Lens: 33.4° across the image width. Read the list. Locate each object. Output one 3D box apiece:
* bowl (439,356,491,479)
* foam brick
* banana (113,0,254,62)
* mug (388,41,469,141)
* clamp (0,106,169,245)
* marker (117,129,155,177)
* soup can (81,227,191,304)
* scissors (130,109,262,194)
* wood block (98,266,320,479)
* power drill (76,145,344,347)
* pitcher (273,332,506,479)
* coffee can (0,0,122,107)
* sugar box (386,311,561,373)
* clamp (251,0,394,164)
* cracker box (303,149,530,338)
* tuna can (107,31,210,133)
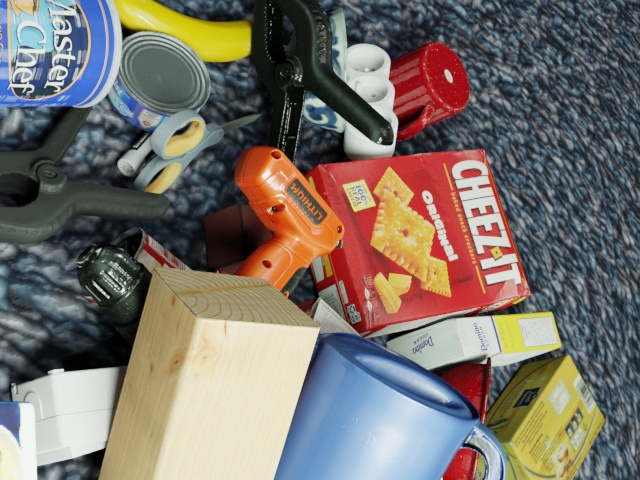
[{"bbox_3d":[0.125,0.187,1.028,0.162,0.055,0.162,11,89,-83],"label":"bowl"},{"bbox_3d":[-0.056,0.001,0.949,0.078,0.053,0.051,8,70,-45],"label":"foam brick"},{"bbox_3d":[-0.118,-0.196,0.972,0.197,0.037,0.069,13,66,-43],"label":"banana"},{"bbox_3d":[0.104,-0.156,1.153,0.093,0.082,0.117,42,49,-27],"label":"mug"},{"bbox_3d":[-0.211,-0.050,0.812,0.171,0.039,0.120,-15,57,-42],"label":"clamp"},{"bbox_3d":[-0.137,-0.098,0.928,0.020,0.020,0.121,51,45,-19],"label":"marker"},{"bbox_3d":[-0.128,0.047,0.846,0.102,0.069,0.068,43,49,-27],"label":"soup can"},{"bbox_3d":[-0.109,-0.078,0.940,0.016,0.096,0.201,38,12,10],"label":"scissors"},{"bbox_3d":[-0.085,0.132,0.725,0.090,0.090,0.206,8,106,-31],"label":"wood block"},{"bbox_3d":[-0.076,0.019,0.810,0.184,0.057,0.187,49,61,-29],"label":"power drill"},{"bbox_3d":[0.018,0.204,0.809,0.144,0.149,0.243,22,99,-36],"label":"pitcher"},{"bbox_3d":[-0.233,-0.149,0.786,0.140,0.103,0.103,-9,81,-47],"label":"coffee can"},{"bbox_3d":[0.160,0.106,1.103,0.175,0.094,0.048,5,68,-46],"label":"sugar box"},{"bbox_3d":[-0.024,-0.142,0.976,0.036,0.165,0.210,-4,67,-44],"label":"clamp"},{"bbox_3d":[0.090,0.001,1.050,0.213,0.072,0.164,-8,77,-33],"label":"cracker box"},{"bbox_3d":[-0.140,-0.134,0.912,0.086,0.034,0.086,16,54,-24],"label":"tuna can"}]
